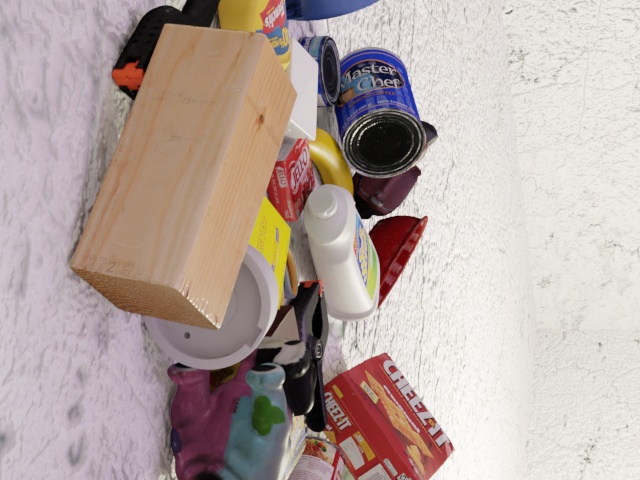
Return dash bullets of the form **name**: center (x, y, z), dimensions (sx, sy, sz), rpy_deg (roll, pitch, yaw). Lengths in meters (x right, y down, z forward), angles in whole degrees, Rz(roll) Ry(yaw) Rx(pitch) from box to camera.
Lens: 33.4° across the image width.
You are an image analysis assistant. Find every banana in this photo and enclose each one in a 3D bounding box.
- **banana**: center (0.010, -0.085, 1.303), dimensions (0.197, 0.037, 0.069), rpy_deg (67, 25, -50)

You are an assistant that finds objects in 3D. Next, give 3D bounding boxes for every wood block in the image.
- **wood block**: center (-0.097, -0.049, 0.804), dimensions (0.090, 0.090, 0.206), rpy_deg (57, 46, -60)

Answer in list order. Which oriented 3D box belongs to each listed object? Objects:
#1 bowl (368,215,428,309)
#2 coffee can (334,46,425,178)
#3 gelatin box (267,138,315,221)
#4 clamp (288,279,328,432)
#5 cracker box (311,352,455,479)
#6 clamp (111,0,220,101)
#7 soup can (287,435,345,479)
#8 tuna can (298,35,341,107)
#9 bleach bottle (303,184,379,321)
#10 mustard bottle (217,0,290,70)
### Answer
- **bowl**: center (0.081, 0.024, 1.431), dimensions (0.162, 0.055, 0.162), rpy_deg (-56, 170, -16)
- **coffee can**: center (0.069, -0.160, 1.324), dimensions (0.140, 0.103, 0.103), rpy_deg (-98, 173, -48)
- **gelatin box**: center (-0.033, -0.072, 1.173), dimensions (0.089, 0.030, 0.073), rpy_deg (-64, 149, -56)
- **clamp**: center (-0.014, 0.133, 1.208), dimensions (0.120, 0.039, 0.171), rpy_deg (59, 38, -57)
- **cracker box**: center (0.079, 0.232, 1.325), dimensions (0.164, 0.072, 0.213), rpy_deg (55, 16, 9)
- **clamp**: center (-0.114, -0.164, 0.905), dimensions (0.209, 0.036, 0.164), rpy_deg (-29, 118, -68)
- **soup can**: center (-0.016, 0.271, 1.145), dimensions (0.102, 0.069, 0.068), rpy_deg (-72, 154, -45)
- **tuna can**: center (-0.002, -0.201, 1.276), dimensions (0.086, 0.034, 0.086), rpy_deg (-1, 90, -73)
- **bleach bottle**: center (0.021, 0.010, 1.235), dimensions (0.250, 0.068, 0.102), rpy_deg (64, 29, -67)
- **mustard bottle**: center (-0.065, -0.220, 1.034), dimensions (0.096, 0.058, 0.191), rpy_deg (-46, 133, -63)
